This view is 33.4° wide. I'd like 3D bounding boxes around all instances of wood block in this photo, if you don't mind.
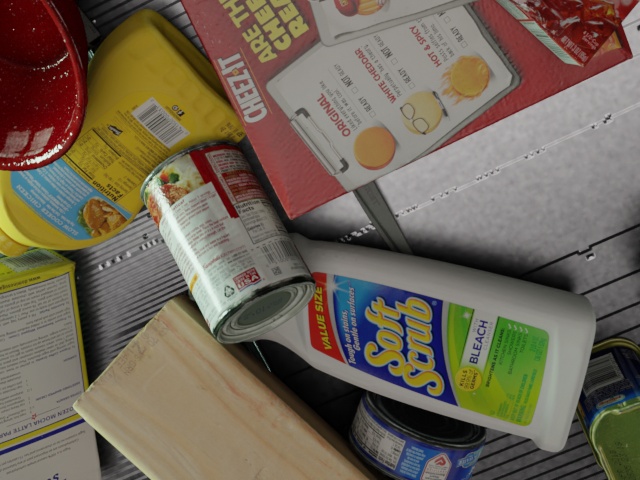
[{"bbox_3d":[-0.044,0.136,0.673,0.206,0.091,0.090,43,88,-2],"label":"wood block"}]

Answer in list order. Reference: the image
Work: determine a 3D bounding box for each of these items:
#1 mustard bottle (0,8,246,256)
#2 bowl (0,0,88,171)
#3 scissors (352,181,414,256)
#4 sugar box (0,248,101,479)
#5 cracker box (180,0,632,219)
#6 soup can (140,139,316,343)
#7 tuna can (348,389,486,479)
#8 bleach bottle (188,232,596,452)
[{"bbox_3d":[-0.144,-0.048,0.655,0.192,0.058,0.096,-36,126,14],"label":"mustard bottle"},{"bbox_3d":[-0.185,-0.117,0.574,0.162,0.055,0.162,15,135,15],"label":"bowl"},{"bbox_3d":[0.023,-0.074,0.664,0.201,0.016,0.096,42,101,-17],"label":"scissors"},{"bbox_3d":[-0.200,0.101,0.697,0.093,0.048,0.176,-17,116,-37],"label":"sugar box"},{"bbox_3d":[0.042,-0.134,0.599,0.214,0.072,0.164,-25,106,3],"label":"cracker box"},{"bbox_3d":[-0.054,0.001,0.629,0.068,0.068,0.102,-35,70,13],"label":"soup can"},{"bbox_3d":[0.064,0.124,0.695,0.086,0.086,0.034,17,108,-4],"label":"tuna can"},{"bbox_3d":[0.039,0.057,0.682,0.251,0.068,0.102,12,105,4],"label":"bleach bottle"}]
